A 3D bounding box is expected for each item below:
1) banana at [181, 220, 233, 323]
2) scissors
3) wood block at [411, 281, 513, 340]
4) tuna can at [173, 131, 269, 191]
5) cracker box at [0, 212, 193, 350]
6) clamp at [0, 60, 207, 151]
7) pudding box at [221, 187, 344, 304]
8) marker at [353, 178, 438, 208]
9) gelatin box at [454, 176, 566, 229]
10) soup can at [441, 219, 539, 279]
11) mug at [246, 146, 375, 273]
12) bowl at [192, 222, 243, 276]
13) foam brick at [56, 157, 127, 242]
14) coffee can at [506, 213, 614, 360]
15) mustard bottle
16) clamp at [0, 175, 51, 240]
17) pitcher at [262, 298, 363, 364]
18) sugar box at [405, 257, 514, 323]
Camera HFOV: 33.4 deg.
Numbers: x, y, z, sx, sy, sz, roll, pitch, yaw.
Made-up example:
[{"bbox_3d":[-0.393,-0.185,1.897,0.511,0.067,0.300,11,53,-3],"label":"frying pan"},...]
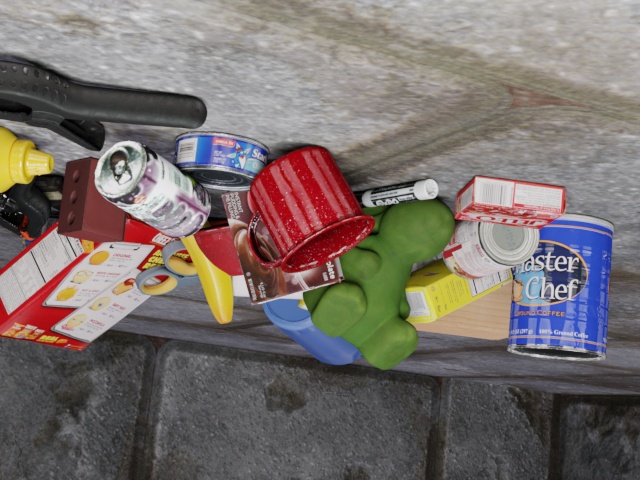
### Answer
[{"bbox_3d":[-0.143,0.004,1.182,0.037,0.069,0.197,-3,132,38],"label":"banana"},{"bbox_3d":[-0.154,0.053,1.287,0.096,0.016,0.201,-31,153,3],"label":"scissors"},{"bbox_3d":[0.161,0.080,1.474,0.206,0.090,0.091,7,170,-8],"label":"wood block"},{"bbox_3d":[-0.091,-0.070,0.969,0.086,0.034,0.086,6,169,1],"label":"tuna can"},{"bbox_3d":[-0.264,0.034,1.236,0.214,0.072,0.164,-38,155,13],"label":"cracker box"},{"bbox_3d":[-0.218,-0.107,0.842,0.209,0.036,0.165,9,169,-35],"label":"clamp"},{"bbox_3d":[-0.035,-0.004,1.016,0.090,0.113,0.039,-16,180,12],"label":"pudding box"},{"bbox_3d":[0.068,-0.044,1.056,0.020,0.020,0.121,14,167,-37],"label":"marker"},{"bbox_3d":[0.180,-0.034,1.016,0.089,0.030,0.073,7,169,-5],"label":"gelatin box"},{"bbox_3d":[0.174,0.001,1.104,0.068,0.068,0.102,9,168,-13],"label":"soup can"},{"bbox_3d":[-0.019,-0.023,0.948,0.117,0.081,0.093,-37,161,28],"label":"mug"},{"bbox_3d":[-0.057,0.001,1.125,0.162,0.055,0.162,-12,-177,0],"label":"bowl"},{"bbox_3d":[-0.232,-0.040,1.096,0.051,0.078,0.053,14,167,-42],"label":"foam brick"},{"bbox_3d":[0.253,0.050,1.124,0.103,0.140,0.103,6,169,1],"label":"coffee can"},{"bbox_3d":[-0.345,-0.079,0.999,0.191,0.058,0.096,5,158,5],"label":"mustard bottle"},{"bbox_3d":[-0.340,-0.054,1.117,0.120,0.039,0.171,14,150,3],"label":"clamp"},{"bbox_3d":[-0.010,0.099,1.618,0.149,0.145,0.242,-9,162,15],"label":"pitcher"},{"bbox_3d":[0.152,0.043,1.207,0.175,0.048,0.094,-26,-169,-37],"label":"sugar box"}]
